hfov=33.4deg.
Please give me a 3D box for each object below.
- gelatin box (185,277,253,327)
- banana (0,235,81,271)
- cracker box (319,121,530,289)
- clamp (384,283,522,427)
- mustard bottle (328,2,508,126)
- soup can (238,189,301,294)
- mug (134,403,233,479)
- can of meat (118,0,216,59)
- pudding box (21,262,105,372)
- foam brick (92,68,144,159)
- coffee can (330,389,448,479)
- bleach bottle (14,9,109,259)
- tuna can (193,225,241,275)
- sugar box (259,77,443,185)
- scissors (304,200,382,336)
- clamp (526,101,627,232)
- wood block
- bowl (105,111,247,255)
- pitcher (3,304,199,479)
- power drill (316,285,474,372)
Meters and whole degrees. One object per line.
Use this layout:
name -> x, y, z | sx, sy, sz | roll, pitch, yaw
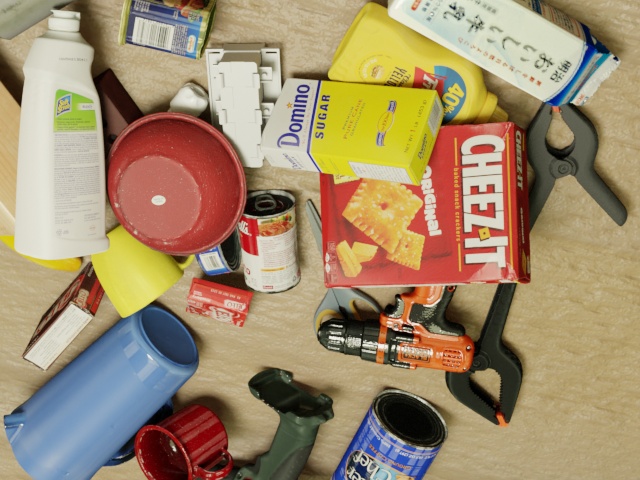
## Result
gelatin box -> -0.121, 0.074, 1.261 | 0.073, 0.089, 0.030 | 16, 74, -4
banana -> -0.361, -0.031, 1.251 | 0.070, 0.037, 0.197 | -23, 114, 17
cracker box -> 0.107, -0.033, 1.124 | 0.214, 0.072, 0.164 | -3, 87, 22
clamp -> 0.195, 0.133, 1.289 | 0.165, 0.036, 0.210 | -26, 110, 18
mustard bottle -> 0.111, -0.167, 1.118 | 0.191, 0.058, 0.096 | 26, 135, -10
soup can -> -0.058, 0.002, 1.223 | 0.068, 0.068, 0.102 | -1, 119, 6
mug -> -0.159, 0.258, 1.314 | 0.117, 0.081, 0.093 | 21, 119, 29
can of meat -> -0.153, -0.227, 1.088 | 0.084, 0.102, 0.057 | 13, 119, -4
pudding box -> -0.304, 0.092, 1.283 | 0.039, 0.090, 0.114 | 36, 116, -15
foam brick -> -0.235, -0.138, 1.172 | 0.053, 0.051, 0.078 | -27, 113, 18
coffee can -> 0.084, 0.273, 1.339 | 0.102, 0.102, 0.140 | 21, 118, -7
bleach bottle -> -0.264, -0.111, 1.109 | 0.068, 0.102, 0.251 | 13, 104, 33
tuna can -> -0.119, -0.004, 1.216 | 0.034, 0.086, 0.086 | -10, 117, 12
sugar box -> 0.031, -0.115, 1.099 | 0.176, 0.093, 0.048 | 10, 156, 26
scissors -> 0.004, 0.051, 1.275 | 0.096, 0.016, 0.201 | -29, 110, 21
clamp -> 0.276, -0.080, 1.164 | 0.120, 0.039, 0.171 | -2, 118, 5
wood block -> -0.369, -0.112, 1.158 | 0.090, 0.090, 0.206 | 0, 130, 54
bowl -> -0.162, -0.052, 1.133 | 0.162, 0.055, 0.162 | 4, 109, 11
pitcher -> -0.257, 0.194, 1.323 | 0.243, 0.149, 0.145 | -42, 86, 20
power drill -> 0.094, 0.057, 1.228 | 0.184, 0.057, 0.188 | 8, 109, 5
